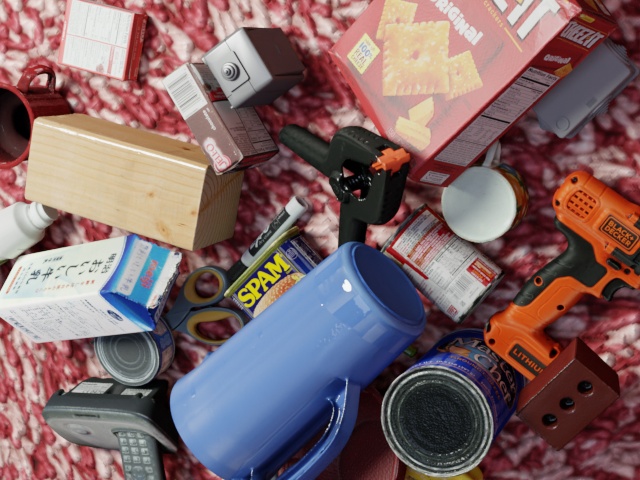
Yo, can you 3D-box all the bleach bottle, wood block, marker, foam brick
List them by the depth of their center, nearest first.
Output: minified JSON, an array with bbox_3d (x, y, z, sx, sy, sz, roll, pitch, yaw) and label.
[{"bbox_3d":[0.219,0.136,0.943,0.053,0.051,0.078,41,110,1],"label":"foam brick"},{"bbox_3d":[-0.057,0.001,1.111,0.020,0.020,0.121,47,113,9],"label":"marker"},{"bbox_3d":[-0.195,-0.065,1.118,0.206,0.090,0.090,16,105,20],"label":"wood block"},{"bbox_3d":[-0.402,0.019,1.227,0.251,0.102,0.068,-28,96,18],"label":"bleach bottle"}]

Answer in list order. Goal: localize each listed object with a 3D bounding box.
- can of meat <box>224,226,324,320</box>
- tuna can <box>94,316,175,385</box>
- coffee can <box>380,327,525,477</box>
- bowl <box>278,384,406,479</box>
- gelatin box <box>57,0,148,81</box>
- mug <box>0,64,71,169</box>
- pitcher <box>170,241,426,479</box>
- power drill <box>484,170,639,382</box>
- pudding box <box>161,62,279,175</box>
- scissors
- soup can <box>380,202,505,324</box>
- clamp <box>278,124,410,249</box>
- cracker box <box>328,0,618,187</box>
[{"bbox_3d":[-0.034,0.051,1.091,0.084,0.057,0.102,47,114,6],"label":"can of meat"},{"bbox_3d":[-0.204,0.115,1.169,0.086,0.033,0.086,8,111,21],"label":"tuna can"},{"bbox_3d":[0.127,0.147,0.994,0.103,0.140,0.103,4,101,22],"label":"coffee can"},{"bbox_3d":[0.032,0.216,1.048,0.162,0.055,0.162,-17,65,41],"label":"bowl"},{"bbox_3d":[-0.233,-0.215,1.141,0.089,0.030,0.073,17,104,19],"label":"gelatin box"},{"bbox_3d":[-0.321,-0.138,1.163,0.093,0.081,0.117,30,110,15],"label":"mug"},{"bbox_3d":[-0.015,0.122,0.999,0.149,0.144,0.243,46,114,-1],"label":"pitcher"},{"bbox_3d":[0.254,0.056,0.973,0.184,0.057,0.188,38,110,11],"label":"power drill"},{"bbox_3d":[-0.098,-0.123,1.068,0.039,0.090,0.113,-30,86,22],"label":"pudding box"},{"bbox_3d":[-0.171,0.074,1.175,0.202,0.016,0.096,1,98,23],"label":"scissors"},{"bbox_3d":[0.116,0.022,1.016,0.102,0.068,0.069,41,112,11],"label":"soup can"},{"bbox_3d":[0.032,-0.044,0.999,0.210,0.036,0.164,-7,107,67],"label":"clamp"},{"bbox_3d":[0.124,-0.177,0.937,0.214,0.071,0.164,-45,60,31],"label":"cracker box"}]
